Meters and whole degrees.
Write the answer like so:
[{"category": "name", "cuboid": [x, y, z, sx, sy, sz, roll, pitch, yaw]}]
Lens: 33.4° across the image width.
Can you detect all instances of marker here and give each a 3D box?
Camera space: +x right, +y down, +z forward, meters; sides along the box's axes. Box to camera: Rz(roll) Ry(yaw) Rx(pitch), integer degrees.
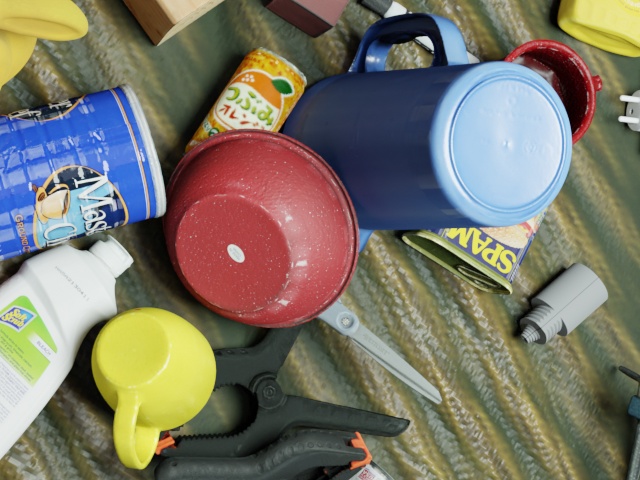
[{"category": "marker", "cuboid": [0.083, -0.180, 0.910, 0.121, 0.020, 0.020, 32, 81, -15]}]

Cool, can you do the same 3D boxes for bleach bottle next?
[{"category": "bleach bottle", "cuboid": [-0.234, 0.097, 0.793, 0.250, 0.068, 0.102, -45, 102, -14]}]

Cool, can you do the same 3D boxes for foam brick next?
[{"category": "foam brick", "cuboid": [0.000, -0.214, 0.868, 0.051, 0.053, 0.078, 31, 81, -15]}]

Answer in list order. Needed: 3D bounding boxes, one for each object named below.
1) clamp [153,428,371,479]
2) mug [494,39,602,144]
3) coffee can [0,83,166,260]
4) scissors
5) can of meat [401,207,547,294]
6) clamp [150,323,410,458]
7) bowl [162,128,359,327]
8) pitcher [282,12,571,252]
[{"category": "clamp", "cuboid": [-0.045, 0.196, 0.838, 0.171, 0.120, 0.039, -8, 48, -16]}, {"category": "mug", "cuboid": [0.183, -0.121, 0.908, 0.117, 0.082, 0.093, -18, 95, -16]}, {"category": "coffee can", "cuboid": [-0.196, -0.049, 0.782, 0.140, 0.103, 0.103, -17, 95, -16]}, {"category": "scissors", "cuboid": [0.022, 0.045, 0.851, 0.202, 0.016, 0.096, 24, 76, 6]}, {"category": "can of meat", "cuboid": [0.133, -0.015, 0.906, 0.102, 0.058, 0.084, 32, 78, -18]}, {"category": "clamp", "cuboid": [-0.044, 0.110, 0.863, 0.209, 0.036, 0.164, -18, 89, -16]}, {"category": "bowl", "cuboid": [-0.055, 0.001, 0.793, 0.162, 0.055, 0.162, 7, 112, 17]}, {"category": "pitcher", "cuboid": [0.074, -0.078, 0.791, 0.145, 0.243, 0.149, -40, 107, -17]}]
